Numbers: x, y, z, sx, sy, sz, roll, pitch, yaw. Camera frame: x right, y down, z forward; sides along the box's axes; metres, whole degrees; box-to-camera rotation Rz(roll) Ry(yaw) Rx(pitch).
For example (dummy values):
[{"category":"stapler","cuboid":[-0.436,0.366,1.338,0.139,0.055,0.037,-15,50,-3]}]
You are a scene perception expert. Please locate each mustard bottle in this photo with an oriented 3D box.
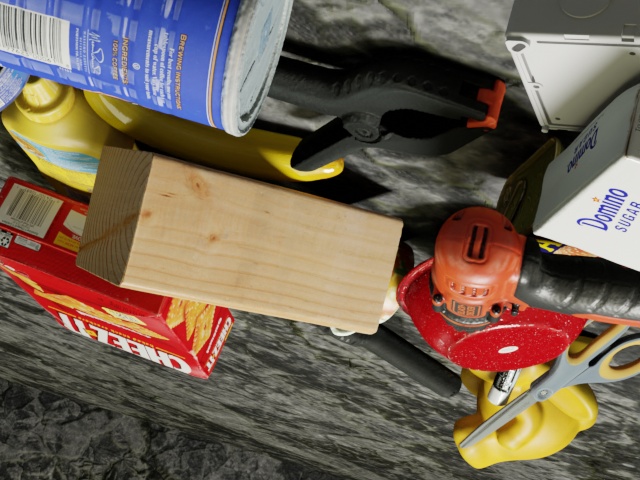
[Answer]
[{"category":"mustard bottle","cuboid":[-0.183,-0.077,0.795,0.096,0.058,0.191,20,163,12]}]

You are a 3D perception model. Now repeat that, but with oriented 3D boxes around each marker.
[{"category":"marker","cuboid":[0.171,0.091,0.916,0.020,0.020,0.121,17,120,2]}]

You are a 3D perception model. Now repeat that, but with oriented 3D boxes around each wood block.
[{"category":"wood block","cuboid":[-0.055,0.002,0.766,0.205,0.090,0.091,13,-179,-33]}]

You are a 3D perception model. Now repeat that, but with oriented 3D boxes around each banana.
[{"category":"banana","cuboid":[-0.083,-0.076,0.738,0.197,0.037,0.070,21,164,-12]}]

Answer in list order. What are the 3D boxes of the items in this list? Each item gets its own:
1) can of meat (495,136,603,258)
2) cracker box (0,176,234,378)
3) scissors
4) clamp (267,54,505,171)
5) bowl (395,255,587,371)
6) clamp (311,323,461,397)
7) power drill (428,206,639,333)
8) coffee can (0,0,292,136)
[{"category":"can of meat","cuboid":[0.163,-0.014,0.665,0.084,0.057,0.102,17,162,-6]},{"category":"cracker box","cuboid":[-0.174,0.040,0.906,0.164,0.072,0.213,20,162,11]},{"category":"scissors","cuboid":[0.211,0.128,0.920,0.096,0.016,0.202,18,126,-20]},{"category":"clamp","cuboid":[0.028,-0.074,0.640,0.172,0.039,0.120,9,162,24]},{"category":"bowl","cuboid":[0.140,0.058,0.814,0.162,0.055,0.162,-2,152,-1]},{"category":"clamp","cuboid":[0.031,0.074,0.951,0.165,0.036,0.209,37,-174,37]},{"category":"power drill","cuboid":[0.157,0.038,0.637,0.188,0.057,0.184,9,168,9]},{"category":"coffee can","cuboid":[-0.091,-0.118,0.516,0.140,0.102,0.103,16,162,4]}]
